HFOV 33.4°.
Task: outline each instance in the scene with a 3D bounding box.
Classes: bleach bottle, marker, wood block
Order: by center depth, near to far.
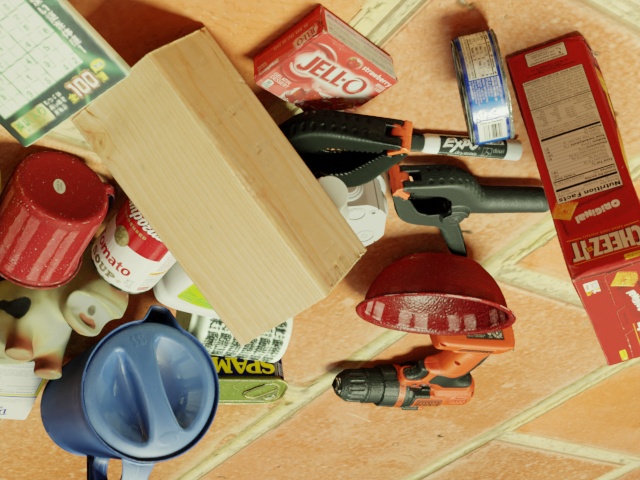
[{"bbox_3d":[-0.071,-0.040,0.786,0.091,0.090,0.206,-33,97,32],"label":"wood block"},{"bbox_3d":[-0.056,0.001,0.922,0.102,0.068,0.251,16,154,-23],"label":"bleach bottle"},{"bbox_3d":[0.118,-0.083,0.933,0.121,0.020,0.020,3,145,-16],"label":"marker"}]

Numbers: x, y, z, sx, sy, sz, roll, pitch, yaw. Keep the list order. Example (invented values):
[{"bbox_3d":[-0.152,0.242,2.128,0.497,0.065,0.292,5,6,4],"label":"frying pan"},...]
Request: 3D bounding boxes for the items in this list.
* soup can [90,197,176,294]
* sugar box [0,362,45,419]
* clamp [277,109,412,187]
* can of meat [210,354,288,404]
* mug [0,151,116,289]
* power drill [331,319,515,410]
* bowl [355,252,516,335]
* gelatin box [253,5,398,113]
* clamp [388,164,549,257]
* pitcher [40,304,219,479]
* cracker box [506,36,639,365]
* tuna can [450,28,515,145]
[{"bbox_3d":[-0.149,-0.008,0.933,0.068,0.068,0.102,17,134,-33],"label":"soup can"},{"bbox_3d":[-0.341,0.136,1.140,0.093,0.048,0.176,9,147,-25],"label":"sugar box"},{"bbox_3d":[-0.028,-0.072,0.866,0.210,0.036,0.164,-11,150,35],"label":"clamp"},{"bbox_3d":[-0.091,0.126,1.145,0.102,0.084,0.057,3,145,-16],"label":"can of meat"},{"bbox_3d":[-0.220,-0.022,0.897,0.117,0.093,0.082,-16,155,-46],"label":"mug"},{"bbox_3d":[0.125,0.140,1.243,0.184,0.057,0.188,2,148,-23],"label":"power drill"},{"bbox_3d":[0.117,0.052,1.082,0.162,0.055,0.162,4,162,1],"label":"bowl"},{"bbox_3d":[0.003,-0.131,0.823,0.073,0.030,0.089,-31,141,31],"label":"gelatin box"},{"bbox_3d":[0.121,-0.028,1.002,0.171,0.039,0.120,14,138,-32],"label":"clamp"},{"bbox_3d":[-0.208,0.171,1.080,0.149,0.145,0.243,-38,-174,-29],"label":"pitcher"},{"bbox_3d":[0.222,-0.032,0.856,0.072,0.214,0.164,-19,146,15],"label":"cracker box"},{"bbox_3d":[0.124,-0.117,0.822,0.034,0.086,0.086,-12,147,7],"label":"tuna can"}]
